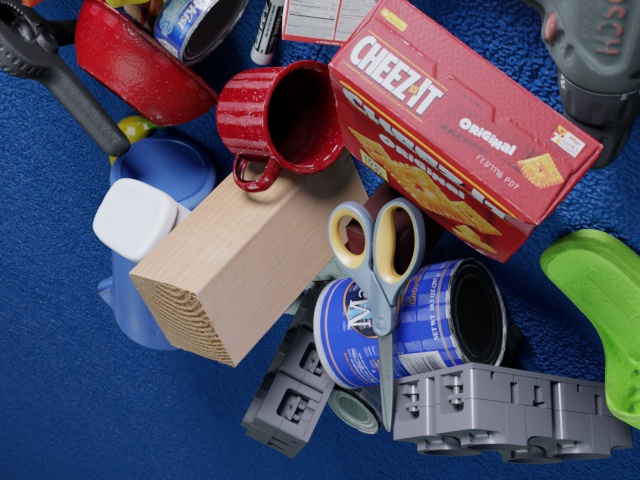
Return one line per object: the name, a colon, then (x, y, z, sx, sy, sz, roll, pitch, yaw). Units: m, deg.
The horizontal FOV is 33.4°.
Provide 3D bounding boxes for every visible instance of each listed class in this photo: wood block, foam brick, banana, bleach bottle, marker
wood block: (-0.057, 0.001, 0.944, 0.090, 0.205, 0.091, 13, 140, 42)
foam brick: (0.066, -0.011, 0.914, 0.053, 0.078, 0.051, 21, 144, 29)
banana: (-0.202, -0.078, 1.187, 0.070, 0.037, 0.198, 33, 150, 15)
bleach bottle: (-0.097, 0.023, 1.043, 0.103, 0.068, 0.250, 26, 177, 46)
marker: (-0.038, -0.185, 0.865, 0.020, 0.020, 0.121, 38, 151, 7)

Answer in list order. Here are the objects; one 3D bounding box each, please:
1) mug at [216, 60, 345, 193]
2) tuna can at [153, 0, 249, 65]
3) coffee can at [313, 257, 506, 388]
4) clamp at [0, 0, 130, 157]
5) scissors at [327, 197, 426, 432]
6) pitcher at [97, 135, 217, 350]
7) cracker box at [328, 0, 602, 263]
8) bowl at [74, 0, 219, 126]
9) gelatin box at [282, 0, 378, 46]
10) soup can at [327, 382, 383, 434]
mug: (-0.039, -0.094, 0.898, 0.093, 0.117, 0.082, 29, 168, -38)
tuna can: (-0.096, -0.186, 0.867, 0.034, 0.086, 0.086, 41, 151, 5)
coffee can: (0.079, 0.075, 0.949, 0.141, 0.102, 0.102, -11, 123, 35)
clamp: (-0.250, -0.165, 0.958, 0.209, 0.036, 0.164, 23, -141, -60)
scissors: (0.038, 0.054, 0.883, 0.096, 0.016, 0.202, 24, 116, 29)
pitcher: (-0.157, 0.004, 1.168, 0.145, 0.149, 0.243, 45, 151, 25)
cracker box: (0.091, -0.066, 0.737, 0.164, 0.072, 0.213, 38, 177, 8)
bowl: (-0.165, -0.151, 0.960, 0.162, 0.055, 0.162, 37, 178, 1)
gelatin box: (0.012, -0.180, 0.768, 0.073, 0.030, 0.089, 5, 148, -5)
soup can: (0.061, 0.139, 1.093, 0.069, 0.102, 0.068, 30, 149, 20)
